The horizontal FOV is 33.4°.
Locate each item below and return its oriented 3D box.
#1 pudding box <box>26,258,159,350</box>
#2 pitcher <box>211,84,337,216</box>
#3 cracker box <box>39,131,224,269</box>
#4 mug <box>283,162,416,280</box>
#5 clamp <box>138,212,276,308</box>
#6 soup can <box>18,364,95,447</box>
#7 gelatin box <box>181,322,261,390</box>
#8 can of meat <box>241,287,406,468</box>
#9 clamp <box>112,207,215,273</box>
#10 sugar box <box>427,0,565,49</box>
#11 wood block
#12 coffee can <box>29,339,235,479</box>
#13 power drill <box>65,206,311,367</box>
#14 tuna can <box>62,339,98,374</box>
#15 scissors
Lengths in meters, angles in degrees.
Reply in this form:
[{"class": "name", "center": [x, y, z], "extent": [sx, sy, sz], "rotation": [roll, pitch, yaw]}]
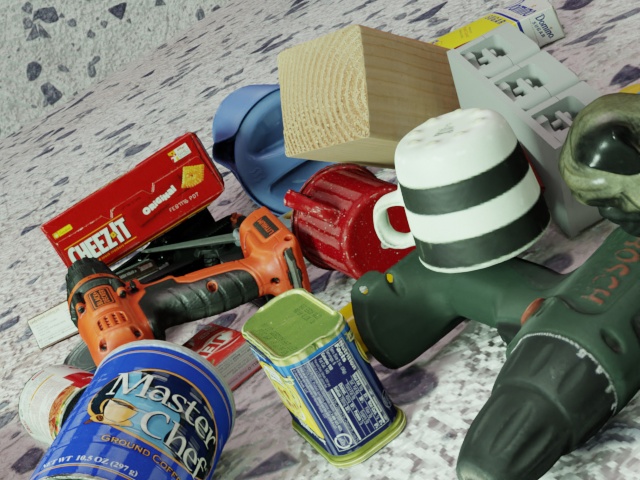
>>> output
[{"class": "pudding box", "center": [-0.217, 0.063, 1.040], "extent": [0.114, 0.039, 0.089], "rotation": [-27, 1, 37]}, {"class": "pitcher", "center": [-0.038, -0.109, 1.159], "extent": [0.145, 0.149, 0.243], "rotation": [-48, 18, -1]}, {"class": "cracker box", "center": [-0.178, -0.038, 1.068], "extent": [0.164, 0.072, 0.214], "rotation": [-33, 8, -2]}, {"class": "mug", "center": [0.025, -0.015, 0.855], "extent": [0.082, 0.117, 0.093], "rotation": [26, 92, 60]}, {"class": "clamp", "center": [-0.111, 0.025, 1.005], "extent": [0.164, 0.036, 0.210], "rotation": [-6, 21, 6]}, {"class": "soup can", "center": [-0.189, 0.136, 0.836], "extent": [0.068, 0.068, 0.102], "rotation": [-39, 22, -26]}, {"class": "gelatin box", "center": [-0.096, 0.104, 0.842], "extent": [0.089, 0.030, 0.073], "rotation": [-39, 22, -23]}, {"class": "can of meat", "center": [-0.001, 0.085, 0.684], "extent": [0.057, 0.084, 0.102], "rotation": [-34, 20, -13]}, {"class": "clamp", "center": [-0.170, 0.011, 1.155], "extent": [0.120, 0.039, 0.171], "rotation": [-16, 17, 21]}, {"class": "sugar box", "center": [0.187, -0.227, 1.233], "extent": [0.176, 0.048, 0.093], "rotation": [-26, 20, 13]}, {"class": "wood block", "center": [0.070, -0.113, 0.903], "extent": [0.091, 0.090, 0.205], "rotation": [-11, -9, 42]}, {"class": "coffee can", "center": [-0.120, 0.143, 0.676], "extent": [0.103, 0.103, 0.140], "rotation": [-21, 22, 21]}, {"class": "power drill", "center": [-0.115, 0.034, 0.881], "extent": [0.187, 0.057, 0.185], "rotation": [-23, 28, -13]}, {"class": "tuna can", "center": [-0.186, 0.104, 0.958], "extent": [0.086, 0.033, 0.086], "rotation": [-25, 20, 10]}, {"class": "scissors", "center": [-0.056, 0.001, 0.975], "extent": [0.201, 0.016, 0.096], "rotation": [-16, 26, -16]}]
